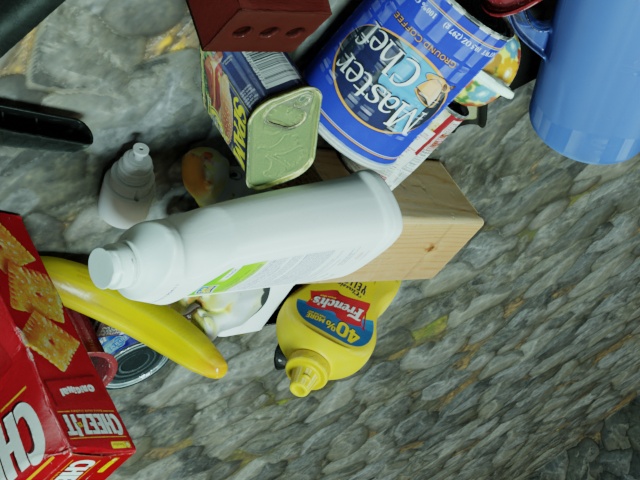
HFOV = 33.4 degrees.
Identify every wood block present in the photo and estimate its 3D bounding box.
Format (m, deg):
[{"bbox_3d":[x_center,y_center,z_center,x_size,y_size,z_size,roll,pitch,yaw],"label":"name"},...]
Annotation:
[{"bbox_3d":[0.047,-0.021,1.008,0.205,0.090,0.091,1,138,-48],"label":"wood block"}]

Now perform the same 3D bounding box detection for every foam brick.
[{"bbox_3d":[-0.042,-0.158,0.700,0.078,0.051,0.053,-8,162,-39],"label":"foam brick"}]

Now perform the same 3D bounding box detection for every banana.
[{"bbox_3d":[-0.166,0.059,0.871,0.197,0.069,0.037,25,110,-10],"label":"banana"}]

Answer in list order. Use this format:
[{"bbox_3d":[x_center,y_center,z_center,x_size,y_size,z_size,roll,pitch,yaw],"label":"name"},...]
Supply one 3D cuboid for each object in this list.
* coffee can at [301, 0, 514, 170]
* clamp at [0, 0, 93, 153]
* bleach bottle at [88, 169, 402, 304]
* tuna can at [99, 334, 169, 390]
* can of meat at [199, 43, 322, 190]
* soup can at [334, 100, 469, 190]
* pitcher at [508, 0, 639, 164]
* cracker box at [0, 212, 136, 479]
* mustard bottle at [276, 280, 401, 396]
[{"bbox_3d":[0.061,-0.137,0.804,0.102,0.103,0.140,5,135,-52],"label":"coffee can"},{"bbox_3d":[-0.235,-0.079,0.655,0.209,0.036,0.164,-23,152,-13],"label":"clamp"},{"bbox_3d":[-0.055,0.001,0.789,0.250,0.068,0.103,-9,157,-47],"label":"bleach bottle"},{"bbox_3d":[-0.187,0.109,1.039,0.086,0.034,0.086,-25,153,-14],"label":"tuna can"},{"bbox_3d":[-0.046,-0.101,0.772,0.057,0.084,0.102,-23,153,-18],"label":"can of meat"},{"bbox_3d":[0.069,-0.097,0.923,0.102,0.068,0.068,-45,151,25],"label":"soup can"},{"bbox_3d":[0.239,-0.183,0.868,0.144,0.149,0.243,-28,147,-29],"label":"pitcher"},{"bbox_3d":[-0.247,0.108,0.764,0.164,0.214,0.072,-43,152,20],"label":"cracker box"},{"bbox_3d":[0.010,0.077,1.027,0.058,0.096,0.191,-58,-177,43],"label":"mustard bottle"}]
